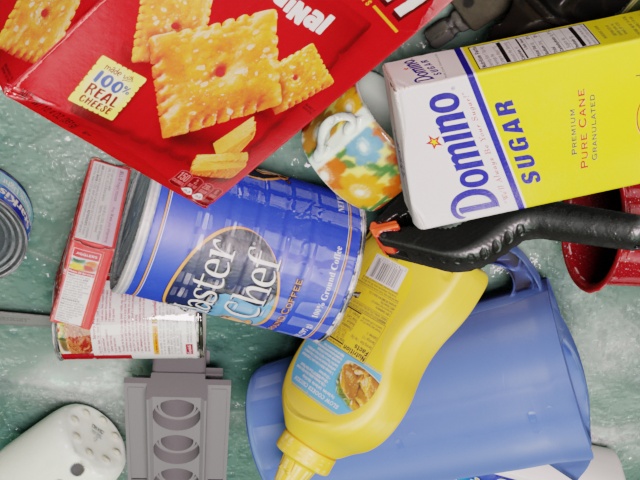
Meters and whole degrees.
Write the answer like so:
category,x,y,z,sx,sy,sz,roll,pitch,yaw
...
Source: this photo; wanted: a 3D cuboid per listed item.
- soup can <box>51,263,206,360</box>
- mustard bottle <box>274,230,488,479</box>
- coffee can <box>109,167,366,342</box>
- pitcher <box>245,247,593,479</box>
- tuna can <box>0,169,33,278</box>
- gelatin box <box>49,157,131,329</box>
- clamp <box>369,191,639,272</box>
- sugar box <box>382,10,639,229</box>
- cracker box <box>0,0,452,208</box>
category,x,y,z,sx,sy,sz,roll,pitch,yaw
soup can,-0.133,0.050,0.753,0.102,0.068,0.068,0,131,-4
mustard bottle,0.027,0.083,0.715,0.058,0.096,0.191,35,86,-42
coffee can,-0.055,0.001,0.691,0.140,0.103,0.103,16,128,-16
pitcher,0.069,0.109,0.788,0.243,0.149,0.145,-15,145,14
tuna can,-0.237,-0.013,0.714,0.086,0.034,0.086,-2,131,-2
gelatin box,-0.150,0.001,0.694,0.030,0.089,0.073,15,128,-14
clamp,0.119,-0.019,0.659,0.171,0.120,0.039,-27,138,7
sugar box,0.129,-0.069,0.595,0.176,0.048,0.093,-14,123,-1
cracker box,-0.039,-0.126,0.543,0.214,0.072,0.164,-39,146,13
